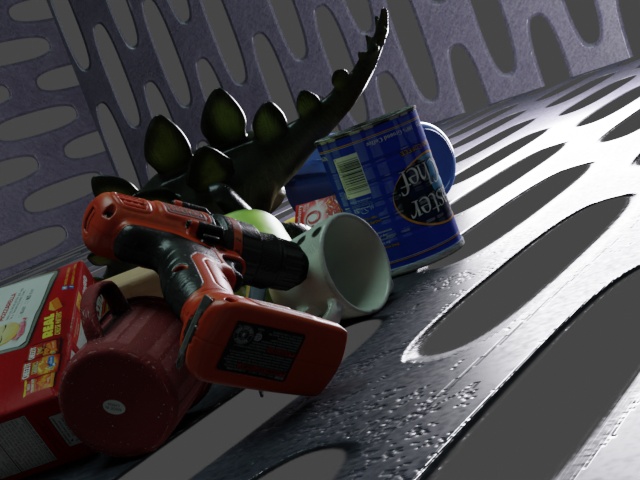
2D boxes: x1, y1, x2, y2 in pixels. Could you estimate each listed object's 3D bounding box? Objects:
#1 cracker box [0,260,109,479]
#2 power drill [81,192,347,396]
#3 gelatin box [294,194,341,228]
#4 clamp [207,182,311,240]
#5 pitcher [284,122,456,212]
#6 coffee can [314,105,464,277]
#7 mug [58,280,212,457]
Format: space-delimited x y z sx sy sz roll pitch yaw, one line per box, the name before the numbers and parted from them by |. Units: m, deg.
cracker box | -0.268 0.117 0.806 0.214 0.072 0.164 -20 34 7
power drill | -0.057 0.034 0.732 0.184 0.057 0.188 12 17 -33
gelatin box | 0.008 -0.005 1.134 0.073 0.030 0.089 -16 50 26
clamp | -0.057 0.001 1.041 0.171 0.039 0.120 7 -44 -21
pitcher | 0.058 -0.092 1.443 0.149 0.145 0.243 -48 23 -27
coffee can | 0.066 -0.045 1.014 0.103 0.140 0.103 -20 7 2
mug | -0.129 0.083 0.719 0.093 0.117 0.081 -17 12 14
